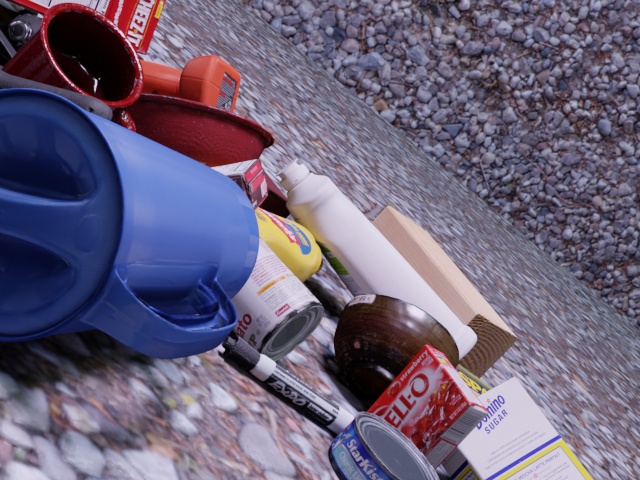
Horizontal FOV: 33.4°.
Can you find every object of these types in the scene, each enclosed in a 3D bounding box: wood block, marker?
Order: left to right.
[{"bbox_3d":[-0.025,0.110,0.811,0.121,0.020,0.020,37,13,-18],"label":"marker"},{"bbox_3d":[0.121,0.066,1.233,0.090,0.091,0.206,31,16,-43],"label":"wood block"}]

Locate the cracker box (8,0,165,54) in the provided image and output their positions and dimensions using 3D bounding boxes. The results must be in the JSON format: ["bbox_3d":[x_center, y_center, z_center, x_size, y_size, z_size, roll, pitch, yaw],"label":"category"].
[{"bbox_3d":[-0.283,-0.263,1.043,0.164,0.072,0.213,29,9,41],"label":"cracker box"}]

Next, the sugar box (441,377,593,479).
[{"bbox_3d":[0.173,0.207,0.873,0.093,0.048,0.176,-21,62,-31],"label":"sugar box"}]

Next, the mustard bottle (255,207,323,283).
[{"bbox_3d":[-0.056,0.001,0.996,0.096,0.058,0.191,42,10,36],"label":"mustard bottle"}]

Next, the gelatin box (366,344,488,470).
[{"bbox_3d":[0.081,0.141,0.859,0.030,0.089,0.073,28,18,-41],"label":"gelatin box"}]

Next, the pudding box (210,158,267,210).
[{"bbox_3d":[-0.104,-0.034,0.860,0.090,0.113,0.039,-62,144,-78],"label":"pudding box"}]

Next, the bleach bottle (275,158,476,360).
[{"bbox_3d":[0.046,0.023,1.071,0.251,0.068,0.103,51,-14,-8],"label":"bleach bottle"}]

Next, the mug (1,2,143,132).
[{"bbox_3d":[-0.192,-0.115,0.834,0.117,0.082,0.093,51,35,-9],"label":"mug"}]

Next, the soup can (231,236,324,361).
[{"bbox_3d":[-0.054,0.039,0.851,0.102,0.068,0.068,47,14,22],"label":"soup can"}]

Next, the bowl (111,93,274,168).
[{"bbox_3d":[-0.126,-0.085,0.985,0.162,0.055,0.162,11,-9,2],"label":"bowl"}]

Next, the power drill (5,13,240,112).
[{"bbox_3d":[-0.179,-0.160,0.996,0.188,0.057,0.184,15,1,12],"label":"power drill"}]

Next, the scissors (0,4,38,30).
[{"bbox_3d":[-0.322,-0.238,1.106,0.096,0.016,0.202,33,15,-33],"label":"scissors"}]

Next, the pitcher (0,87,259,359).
[{"bbox_3d":[-0.120,0.000,0.662,0.242,0.145,0.149,11,73,-72],"label":"pitcher"}]

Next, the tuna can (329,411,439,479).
[{"bbox_3d":[0.048,0.170,0.792,0.086,0.034,0.086,39,13,-11],"label":"tuna can"}]
